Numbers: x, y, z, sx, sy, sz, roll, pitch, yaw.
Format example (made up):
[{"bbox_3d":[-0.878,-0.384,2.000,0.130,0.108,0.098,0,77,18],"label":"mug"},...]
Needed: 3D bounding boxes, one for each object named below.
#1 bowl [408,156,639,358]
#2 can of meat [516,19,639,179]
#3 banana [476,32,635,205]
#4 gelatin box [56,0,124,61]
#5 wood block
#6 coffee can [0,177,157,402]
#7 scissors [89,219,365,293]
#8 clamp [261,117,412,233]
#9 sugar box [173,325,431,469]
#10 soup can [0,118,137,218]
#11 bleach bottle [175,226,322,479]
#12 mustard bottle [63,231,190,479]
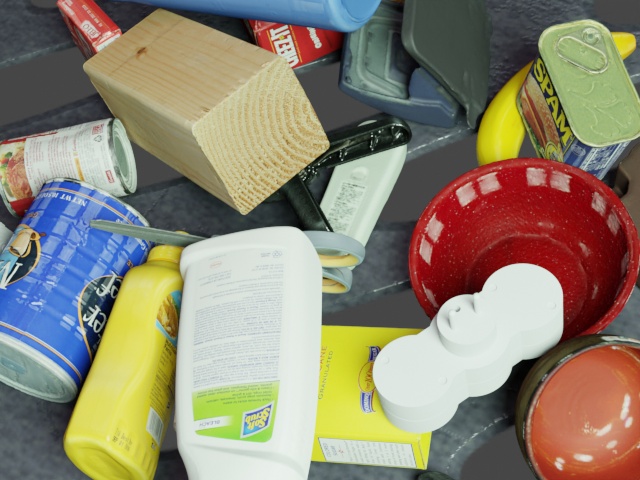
[{"bbox_3d":[0.147,0.021,0.775,0.162,0.055,0.162,-7,59,11],"label":"bowl"},{"bbox_3d":[0.192,-0.100,0.804,0.057,0.084,0.102,-14,70,-9],"label":"can of meat"},{"bbox_3d":[0.182,-0.112,0.875,0.070,0.037,0.197,35,70,9],"label":"banana"},{"bbox_3d":[-0.196,-0.171,0.959,0.030,0.089,0.073,-35,57,-12],"label":"gelatin box"},{"bbox_3d":[-0.097,-0.110,0.857,0.090,0.090,0.206,-40,38,-14],"label":"wood block"},{"bbox_3d":[-0.201,0.038,0.814,0.103,0.103,0.140,14,61,20],"label":"coffee can"},{"bbox_3d":[-0.055,0.001,0.767,0.201,0.096,0.016,18,61,-27],"label":"scissors"},{"bbox_3d":[-0.020,-0.051,0.847,0.172,0.039,0.120,4,49,40],"label":"clamp"},{"bbox_3d":[-0.009,0.106,0.752,0.176,0.048,0.093,2,48,14],"label":"sugar box"},{"bbox_3d":[-0.214,-0.062,0.904,0.102,0.068,0.068,-11,55,4],"label":"soup can"},{"bbox_3d":[-0.053,0.103,0.673,0.103,0.068,0.250,-12,43,15],"label":"bleach bottle"},{"bbox_3d":[-0.126,0.077,0.775,0.058,0.096,0.191,6,58,15],"label":"mustard bottle"}]
